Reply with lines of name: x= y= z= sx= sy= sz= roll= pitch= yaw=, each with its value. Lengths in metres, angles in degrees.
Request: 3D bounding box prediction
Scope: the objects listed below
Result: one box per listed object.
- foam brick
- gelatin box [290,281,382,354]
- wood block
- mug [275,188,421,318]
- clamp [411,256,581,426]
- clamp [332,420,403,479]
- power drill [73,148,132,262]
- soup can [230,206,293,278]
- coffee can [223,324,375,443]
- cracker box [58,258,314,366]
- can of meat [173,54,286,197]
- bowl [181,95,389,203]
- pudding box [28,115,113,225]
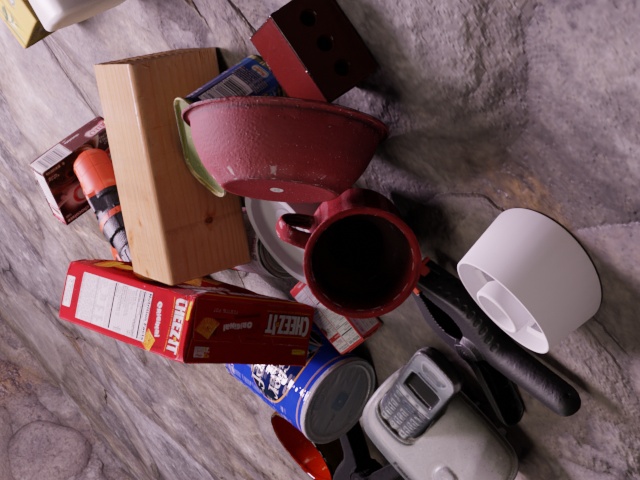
foam brick: x=-0.006 y=-0.140 z=0.800 sx=0.078 sy=0.053 sz=0.051 roll=54 pitch=156 yaw=-6
gelatin box: x=0.016 y=0.068 z=1.082 sx=0.089 sy=0.030 sz=0.073 roll=50 pitch=155 yaw=4
wood block: x=-0.140 y=-0.073 z=1.013 sx=0.090 sy=0.090 sz=0.206 roll=13 pitch=116 yaw=56
mug: x=0.020 y=0.003 z=0.867 sx=0.081 sy=0.117 sz=0.093 roll=-94 pitch=19 yaw=-71
clamp: x=0.133 y=0.090 z=0.891 sx=0.171 sy=0.039 sz=0.120 roll=48 pitch=154 yaw=10
clamp: x=0.049 y=0.259 z=1.216 sx=0.165 sy=0.036 sz=0.210 roll=40 pitch=133 yaw=35
power drill: x=-0.229 y=0.001 z=1.296 sx=0.184 sy=0.057 sz=0.187 roll=59 pitch=168 yaw=29
soup can: x=-0.057 y=0.001 z=1.073 sx=0.102 sy=0.068 sz=0.068 roll=7 pitch=130 yaw=58
coffee can: x=-0.024 y=0.141 z=1.165 sx=0.140 sy=0.102 sz=0.103 roll=32 pitch=150 yaw=39
cracker box: x=-0.138 y=0.072 z=1.096 sx=0.214 sy=0.163 sz=0.072 roll=11 pitch=92 yaw=44
can of meat: x=-0.075 y=-0.102 z=0.940 sx=0.057 sy=0.083 sz=0.102 roll=39 pitch=153 yaw=28
bowl: x=-0.029 y=-0.064 z=0.822 sx=0.162 sy=0.161 sz=0.055 roll=167 pitch=110 yaw=-64
pudding box: x=-0.294 y=-0.087 z=1.324 sx=0.039 sy=0.113 sz=0.090 roll=33 pitch=151 yaw=38
